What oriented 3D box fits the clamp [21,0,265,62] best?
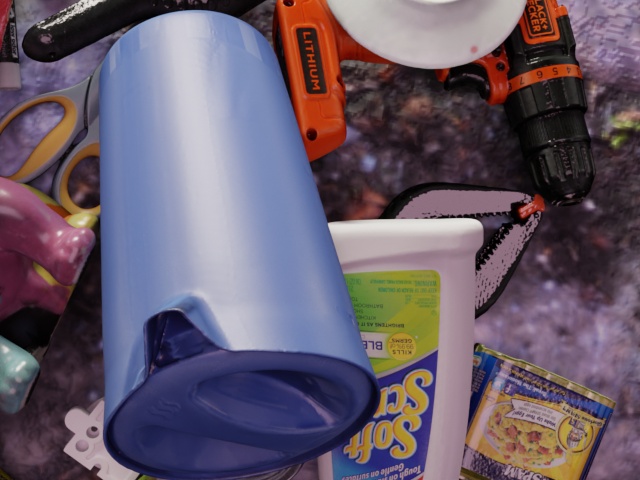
[{"bbox_3d":[-0.101,-0.152,0.638,0.171,0.039,0.120,-1,61,-3],"label":"clamp"}]

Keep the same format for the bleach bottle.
[{"bbox_3d":[0.048,0.114,0.636,0.103,0.068,0.251,-1,95,17],"label":"bleach bottle"}]

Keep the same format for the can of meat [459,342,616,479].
[{"bbox_3d":[0.129,0.123,0.689,0.102,0.057,0.084,24,86,-7],"label":"can of meat"}]

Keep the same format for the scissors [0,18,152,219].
[{"bbox_3d":[-0.120,-0.091,0.673,0.201,0.016,0.096,-40,98,-10],"label":"scissors"}]

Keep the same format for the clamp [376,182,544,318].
[{"bbox_3d":[0.044,0.016,0.686,0.210,0.036,0.164,-35,95,-2],"label":"clamp"}]

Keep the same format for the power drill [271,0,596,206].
[{"bbox_3d":[0.071,-0.099,0.667,0.187,0.057,0.184,-10,77,-9],"label":"power drill"}]

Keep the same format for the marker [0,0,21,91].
[{"bbox_3d":[-0.199,-0.154,0.660,0.020,0.020,0.121,-4,91,-8],"label":"marker"}]

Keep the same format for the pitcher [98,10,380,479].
[{"bbox_3d":[-0.054,0.001,0.579,0.144,0.149,0.243,6,51,-25],"label":"pitcher"}]
